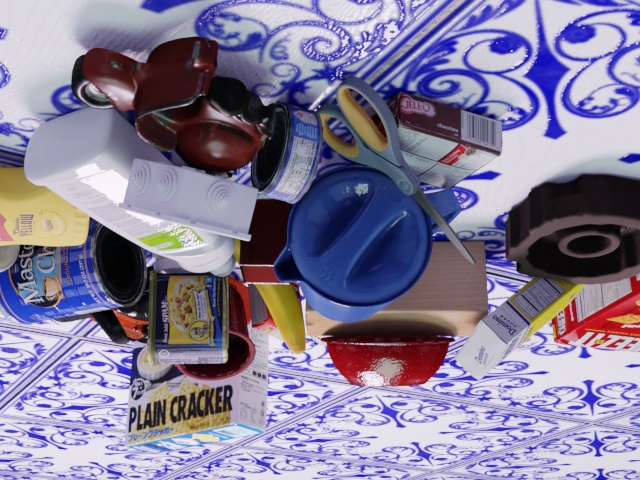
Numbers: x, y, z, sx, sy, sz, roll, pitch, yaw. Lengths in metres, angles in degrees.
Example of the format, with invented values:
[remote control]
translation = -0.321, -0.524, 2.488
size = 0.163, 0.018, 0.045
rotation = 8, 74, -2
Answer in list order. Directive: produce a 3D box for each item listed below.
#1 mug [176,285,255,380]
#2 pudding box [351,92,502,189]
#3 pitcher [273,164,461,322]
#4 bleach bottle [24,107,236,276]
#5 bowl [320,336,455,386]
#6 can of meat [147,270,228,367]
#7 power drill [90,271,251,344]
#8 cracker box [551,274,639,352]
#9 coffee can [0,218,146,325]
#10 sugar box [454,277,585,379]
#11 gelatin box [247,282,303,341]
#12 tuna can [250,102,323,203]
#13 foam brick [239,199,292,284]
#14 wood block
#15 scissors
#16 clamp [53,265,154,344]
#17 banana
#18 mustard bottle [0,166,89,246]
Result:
[mug]
translation = -0.137, 0.102, 1.235
size = 0.117, 0.081, 0.093
rotation = 1, 135, -14
[pudding box]
translation = 0.097, -0.089, 0.982
size = 0.113, 0.039, 0.090
rotation = 14, 155, -23
[pitcher]
translation = 0.042, 0.013, 1.078
size = 0.149, 0.145, 0.243
rotation = 20, 170, 2
[bleach bottle]
translation = -0.167, -0.031, 1.040
size = 0.103, 0.068, 0.250
rotation = -14, 145, 24
[bowl]
translation = 0.080, 0.143, 1.272
size = 0.162, 0.055, 0.162
rotation = 0, 177, 0
[can of meat]
translation = -0.141, 0.084, 1.152
size = 0.084, 0.102, 0.057
rotation = -1, 155, -3
[power drill]
translation = -0.179, 0.094, 1.370
size = 0.188, 0.057, 0.184
rotation = -17, 151, 34
[cracker box]
translation = 0.407, 0.076, 1.312
size = 0.164, 0.072, 0.214
rotation = 8, 155, -16
[coffee can]
translation = -0.279, 0.033, 1.179
size = 0.140, 0.103, 0.102
rotation = -11, 154, 23
[sugar box]
translation = 0.238, 0.083, 1.227
size = 0.176, 0.048, 0.093
rotation = -36, 162, -32
[gelatin box]
translation = -0.055, 0.071, 1.280
size = 0.030, 0.089, 0.073
rotation = -26, 146, 27
[tuna can]
translation = -0.031, -0.078, 0.949
size = 0.033, 0.086, 0.086
rotation = 13, 153, -23
[foam brick]
translation = -0.057, 0.001, 1.139
size = 0.053, 0.078, 0.051
rotation = 1, 157, 3
[wood block]
translation = 0.086, 0.058, 1.248
size = 0.206, 0.091, 0.090
rotation = 0, 156, 0
[scissors]
translation = 0.061, -0.057, 0.955
size = 0.096, 0.016, 0.201
rotation = -3, 124, 50
[clamp]
translation = -0.259, 0.070, 1.249
size = 0.210, 0.164, 0.036
rotation = -4, 117, 26
[banana]
translation = -0.069, 0.043, 1.203
size = 0.037, 0.069, 0.197
rotation = -12, 127, 40
[mustard bottle]
translation = -0.325, -0.032, 1.044
size = 0.191, 0.058, 0.096
rotation = -2, 143, -19
